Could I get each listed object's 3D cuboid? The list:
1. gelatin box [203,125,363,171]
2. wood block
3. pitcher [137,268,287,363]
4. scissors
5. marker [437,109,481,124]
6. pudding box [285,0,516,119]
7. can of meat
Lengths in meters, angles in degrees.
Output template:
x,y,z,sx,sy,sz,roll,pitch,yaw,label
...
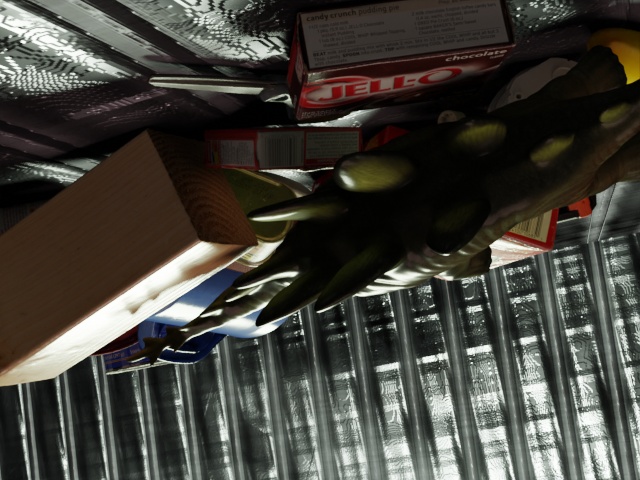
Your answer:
x,y,z,sx,sy,sz,roll,pitch,yaw,label
-0.026,-0.064,0.747,0.089,0.030,0.073,-5,-172,-35,gelatin box
-0.161,0.016,0.772,0.206,0.091,0.090,-33,166,19,wood block
-0.125,0.037,1.052,0.145,0.149,0.242,-15,169,19,pitcher
-0.031,-0.089,0.668,0.201,0.016,0.096,-7,172,-32,scissors
0.137,-0.095,0.884,0.020,0.020,0.120,-16,172,38,marker
0.040,-0.101,0.585,0.113,0.039,0.090,-11,173,-6,pudding box
-0.073,-0.025,0.853,0.102,0.057,0.084,21,164,-9,can of meat
